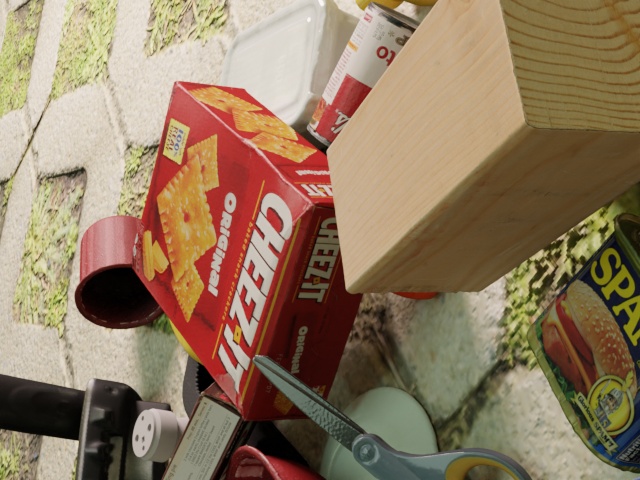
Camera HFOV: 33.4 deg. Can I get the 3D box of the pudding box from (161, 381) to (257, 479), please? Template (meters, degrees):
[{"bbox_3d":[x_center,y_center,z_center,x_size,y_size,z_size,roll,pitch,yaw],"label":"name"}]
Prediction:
[{"bbox_3d":[-0.079,0.152,0.771,0.113,0.039,0.090,-66,-7,12],"label":"pudding box"}]

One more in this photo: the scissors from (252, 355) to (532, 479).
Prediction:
[{"bbox_3d":[0.048,0.118,0.630,0.096,0.016,0.202,-44,70,18],"label":"scissors"}]

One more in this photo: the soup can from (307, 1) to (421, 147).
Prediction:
[{"bbox_3d":[0.043,-0.112,0.772,0.102,0.068,0.069,-63,33,17],"label":"soup can"}]

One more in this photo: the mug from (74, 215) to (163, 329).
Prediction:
[{"bbox_3d":[-0.189,0.024,1.070,0.117,0.093,0.081,-26,43,12],"label":"mug"}]

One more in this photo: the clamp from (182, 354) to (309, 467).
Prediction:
[{"bbox_3d":[-0.070,0.140,0.867,0.165,0.036,0.210,-34,49,39],"label":"clamp"}]

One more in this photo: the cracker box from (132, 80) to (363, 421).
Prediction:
[{"bbox_3d":[-0.055,0.001,0.761,0.214,0.071,0.164,44,124,48],"label":"cracker box"}]

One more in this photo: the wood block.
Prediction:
[{"bbox_3d":[0.082,-0.048,0.523,0.206,0.090,0.091,131,135,-62],"label":"wood block"}]
